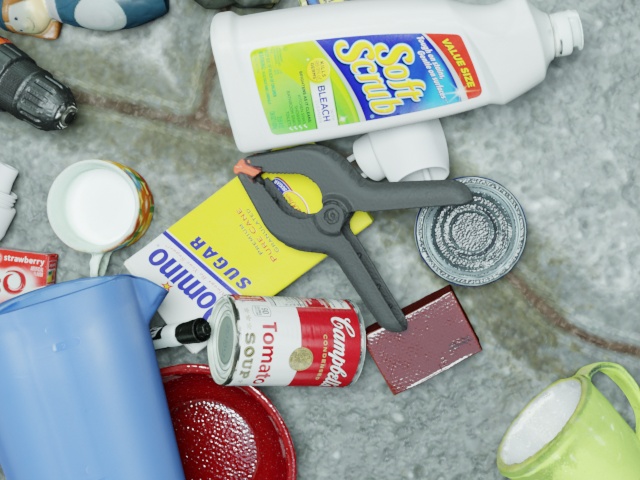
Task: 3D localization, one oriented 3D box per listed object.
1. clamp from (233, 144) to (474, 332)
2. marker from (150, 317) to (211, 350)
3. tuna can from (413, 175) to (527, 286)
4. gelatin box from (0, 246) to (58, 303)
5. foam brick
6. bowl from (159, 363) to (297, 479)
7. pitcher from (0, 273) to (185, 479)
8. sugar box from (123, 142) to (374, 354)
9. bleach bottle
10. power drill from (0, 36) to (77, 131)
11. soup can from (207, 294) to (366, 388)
[{"bbox_3d":[0.022,-0.026,0.774,0.171,0.039,0.120,36,100,4],"label":"clamp"},{"bbox_3d":[-0.128,0.076,0.819,0.121,0.020,0.020,-14,91,40],"label":"marker"},{"bbox_3d":[0.115,-0.007,0.820,0.086,0.033,0.086,0,92,5],"label":"tuna can"},{"bbox_3d":[-0.260,0.041,0.856,0.089,0.030,0.073,7,92,4],"label":"gelatin box"},{"bbox_3d":[0.078,0.076,0.818,0.078,0.051,0.053,-27,90,5],"label":"foam brick"},{"bbox_3d":[-0.096,0.173,0.834,0.162,0.055,0.162,0,92,5],"label":"bowl"},{"bbox_3d":[-0.171,0.152,0.749,0.149,0.144,0.243,-14,93,35],"label":"pitcher"},{"bbox_3d":[-0.055,0.001,0.830,0.176,0.048,0.093,-37,89,4],"label":"sugar box"},{"bbox_3d":[0.056,-0.132,0.751,0.251,0.068,0.102,-10,117,4],"label":"bleach bottle"},{"bbox_3d":[-0.300,-0.082,0.821,0.184,0.057,0.187,31,83,18],"label":"power drill"},{"bbox_3d":[-0.026,0.075,0.795,0.102,0.069,0.068,4,92,-23],"label":"soup can"}]
